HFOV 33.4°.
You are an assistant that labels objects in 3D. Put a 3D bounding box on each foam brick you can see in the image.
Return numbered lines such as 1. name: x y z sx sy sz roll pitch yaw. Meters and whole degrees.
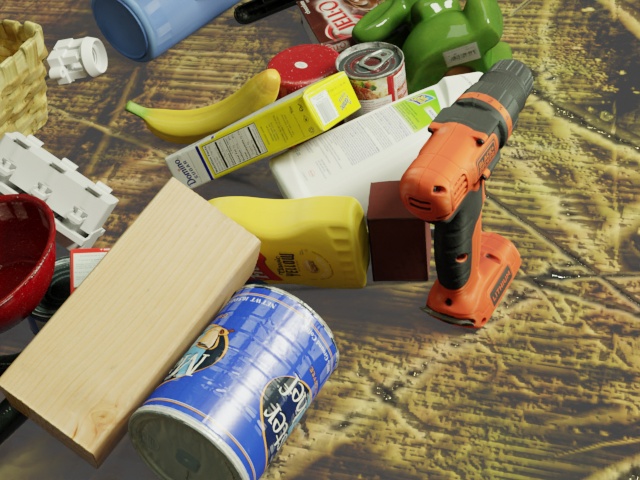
1. foam brick: 0.070 -0.008 0.945 0.051 0.078 0.053 0 41 10

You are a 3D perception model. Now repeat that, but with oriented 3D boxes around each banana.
1. banana: -0.113 -0.134 1.122 0.198 0.069 0.037 -9 61 30

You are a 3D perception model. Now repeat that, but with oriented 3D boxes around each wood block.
1. wood block: -0.145 0.065 0.837 0.091 0.090 0.206 36 70 5

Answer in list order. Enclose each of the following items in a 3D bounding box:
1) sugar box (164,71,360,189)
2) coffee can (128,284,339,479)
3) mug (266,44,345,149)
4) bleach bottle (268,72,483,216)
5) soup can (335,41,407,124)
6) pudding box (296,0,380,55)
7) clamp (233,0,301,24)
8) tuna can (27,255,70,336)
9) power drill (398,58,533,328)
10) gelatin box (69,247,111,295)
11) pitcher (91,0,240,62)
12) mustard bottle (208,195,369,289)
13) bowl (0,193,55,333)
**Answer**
1. sugar box: -0.057 -0.103 1.037 0.177 0.048 0.093 -23 8 32
2. coffee can: -0.063 0.116 0.808 0.103 0.103 0.140 15 46 27
3. mug: -0.009 -0.161 1.136 0.093 0.081 0.117 6 43 18
4. bleach bottle: 0.082 -0.090 1.012 0.251 0.068 0.103 -26 44 -3
5. soup can: 0.055 -0.140 1.082 0.068 0.102 0.068 -6 40 5
6. pudding box: 0.030 -0.258 1.274 0.090 0.039 0.113 -17 40 -7
7. clamp: 0.008 -0.324 1.305 0.209 0.036 0.165 -19 -3 -20
8. tuna can: -0.228 0.052 0.971 0.086 0.034 0.086 -6 40 5
9. power drill: 0.128 -0.035 0.880 0.057 0.187 0.184 17 49 30
10. gelatin box: -0.179 0.045 0.924 0.073 0.030 0.089 -2 42 -11
11. pitcher: -0.159 -0.328 1.325 0.145 0.149 0.242 37 59 12
12. mustard bottle: -0.056 0.002 0.944 0.192 0.096 0.058 1 53 13
13. bowl: -0.294 0.034 0.941 0.162 0.055 0.162 -15 42 14
